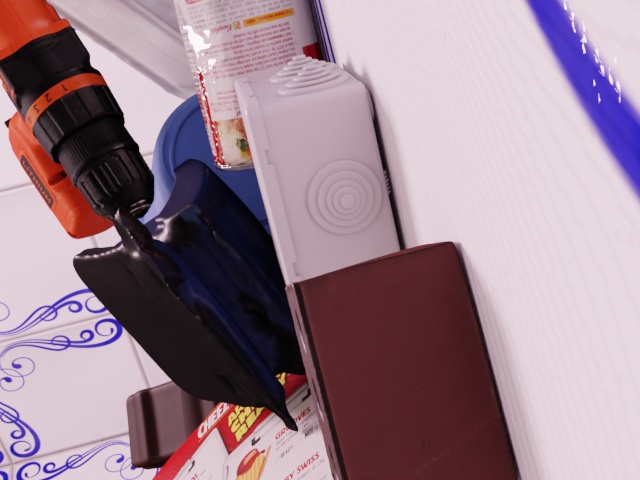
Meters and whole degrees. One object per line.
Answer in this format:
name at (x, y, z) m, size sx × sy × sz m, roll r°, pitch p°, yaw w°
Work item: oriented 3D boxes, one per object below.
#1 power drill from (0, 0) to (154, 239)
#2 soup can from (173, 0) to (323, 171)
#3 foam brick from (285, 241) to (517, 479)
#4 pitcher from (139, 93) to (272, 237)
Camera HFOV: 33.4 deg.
power drill at (-0.160, -0.067, 0.683) m, size 0.184 × 0.057 × 0.188 m, roll 57°, pitch 163°, yaw 12°
soup can at (-0.033, -0.093, 0.543) m, size 0.068 × 0.068 × 0.102 m, roll -118°, pitch 14°, yaw -76°
foam brick at (0.023, 0.043, 0.332) m, size 0.053 × 0.051 × 0.078 m, roll 129°, pitch 127°, yaw -86°
pitcher at (-0.055, 0.001, 0.744) m, size 0.243 × 0.149 × 0.145 m, roll 112°, pitch 151°, yaw -66°
